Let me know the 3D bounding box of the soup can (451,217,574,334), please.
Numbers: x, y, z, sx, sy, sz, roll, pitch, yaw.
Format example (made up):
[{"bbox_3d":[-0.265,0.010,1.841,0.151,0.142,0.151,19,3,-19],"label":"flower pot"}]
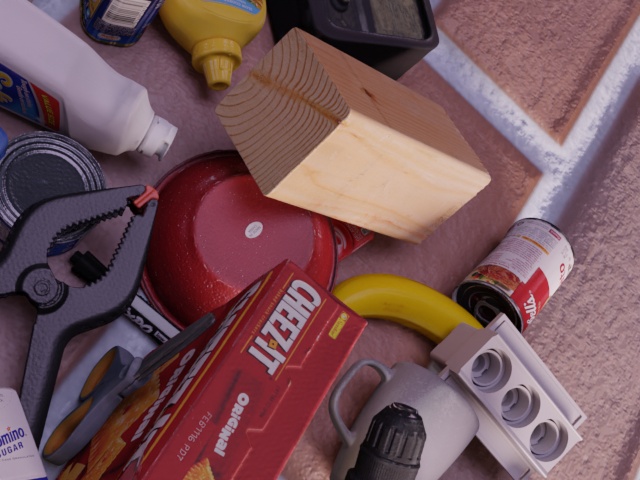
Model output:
[{"bbox_3d":[0.168,0.034,0.927,0.068,0.069,0.102,49,54,-3],"label":"soup can"}]

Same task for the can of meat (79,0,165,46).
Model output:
[{"bbox_3d":[-0.153,-0.215,0.837,0.057,0.084,0.102,6,67,-29],"label":"can of meat"}]

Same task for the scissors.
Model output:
[{"bbox_3d":[-0.115,0.075,0.676,0.016,0.202,0.096,37,32,-17],"label":"scissors"}]

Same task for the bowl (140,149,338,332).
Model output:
[{"bbox_3d":[-0.055,0.001,0.796,0.162,0.055,0.162,4,75,-17],"label":"bowl"}]

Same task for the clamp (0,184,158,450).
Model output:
[{"bbox_3d":[-0.183,0.045,0.710,0.209,0.036,0.164,-37,93,-18],"label":"clamp"}]

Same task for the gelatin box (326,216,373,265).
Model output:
[{"bbox_3d":[-0.009,-0.019,0.869,0.073,0.030,0.089,-33,88,-35],"label":"gelatin box"}]

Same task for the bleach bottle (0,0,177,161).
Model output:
[{"bbox_3d":[-0.215,-0.132,0.753,0.250,0.103,0.068,29,61,-15],"label":"bleach bottle"}]

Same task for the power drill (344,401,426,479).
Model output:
[{"bbox_3d":[0.095,0.219,0.749,0.187,0.057,0.184,17,97,-8],"label":"power drill"}]

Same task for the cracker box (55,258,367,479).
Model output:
[{"bbox_3d":[-0.084,0.118,0.652,0.072,0.214,0.164,40,55,-11],"label":"cracker box"}]

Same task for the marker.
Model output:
[{"bbox_3d":[-0.133,0.050,0.774,0.121,0.020,0.020,42,55,-8],"label":"marker"}]

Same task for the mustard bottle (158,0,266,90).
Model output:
[{"bbox_3d":[-0.092,-0.213,0.887,0.096,0.058,0.191,8,65,-37],"label":"mustard bottle"}]

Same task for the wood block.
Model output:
[{"bbox_3d":[0.031,-0.073,0.818,0.205,0.090,0.091,17,37,-53],"label":"wood block"}]

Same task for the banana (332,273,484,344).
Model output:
[{"bbox_3d":[0.081,0.071,0.883,0.197,0.037,0.069,19,84,-20],"label":"banana"}]

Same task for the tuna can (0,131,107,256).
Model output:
[{"bbox_3d":[-0.198,-0.032,0.762,0.086,0.034,0.086,12,64,-26],"label":"tuna can"}]
